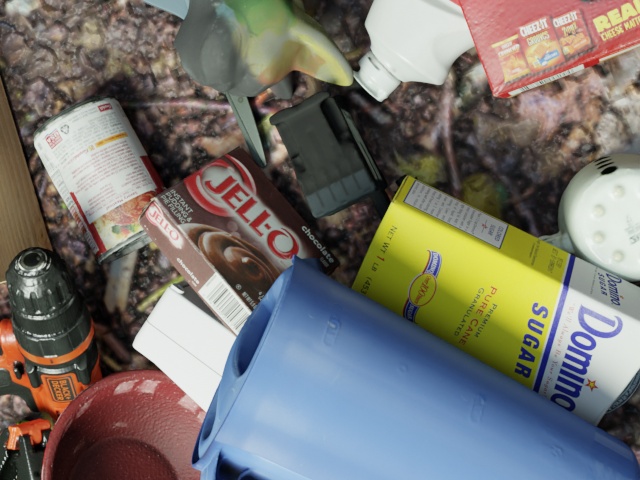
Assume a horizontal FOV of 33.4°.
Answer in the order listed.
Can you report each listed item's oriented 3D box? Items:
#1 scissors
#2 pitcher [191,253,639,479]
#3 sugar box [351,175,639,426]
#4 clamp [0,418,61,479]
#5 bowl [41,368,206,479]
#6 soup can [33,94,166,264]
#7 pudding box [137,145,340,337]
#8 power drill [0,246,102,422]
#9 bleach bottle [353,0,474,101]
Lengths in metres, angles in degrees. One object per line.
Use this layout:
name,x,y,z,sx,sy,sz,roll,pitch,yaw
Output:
scissors,-0.095,-0.147,0.762,0.096,0.016,0.202,-6,94,14
pitcher,0.053,0.126,0.613,0.242,0.145,0.149,27,95,-6
sugar box,0.111,0.041,0.662,0.176,0.048,0.093,27,125,7
clamp,-0.218,0.231,0.769,0.165,0.036,0.210,31,113,31
bowl,-0.126,0.175,0.748,0.162,0.161,0.055,57,140,2
soup can,-0.151,-0.043,0.756,0.068,0.068,0.102,-30,88,13
pudding box,-0.055,0.001,0.728,0.113,0.089,0.039,51,138,2
power drill,-0.246,0.073,0.725,0.187,0.184,0.057,-2,50,-3
bleach bottle,0.124,-0.182,0.689,0.251,0.068,0.102,-44,85,14
